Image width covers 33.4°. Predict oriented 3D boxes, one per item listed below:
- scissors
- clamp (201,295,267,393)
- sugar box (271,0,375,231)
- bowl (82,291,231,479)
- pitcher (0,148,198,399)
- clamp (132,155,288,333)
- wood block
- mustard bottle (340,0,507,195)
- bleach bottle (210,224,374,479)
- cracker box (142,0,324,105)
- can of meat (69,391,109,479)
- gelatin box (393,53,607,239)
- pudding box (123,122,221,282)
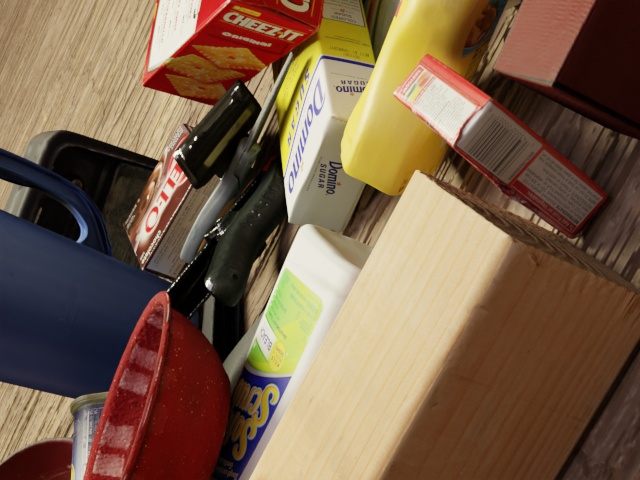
[{"bbox_3d":[-0.049,-0.064,0.776,0.202,0.016,0.096,-58,-3,30],"label":"scissors"},{"bbox_3d":[-0.070,0.096,0.738,0.165,0.036,0.210,14,79,63],"label":"clamp"},{"bbox_3d":[0.002,-0.101,0.724,0.176,0.048,0.093,-95,21,-45],"label":"sugar box"},{"bbox_3d":[-0.095,0.114,0.631,0.162,0.055,0.162,-160,90,-75],"label":"bowl"},{"bbox_3d":[-0.217,0.041,0.815,0.149,0.242,0.145,-53,31,25],"label":"pitcher"},{"bbox_3d":[-0.055,0.001,0.714,0.120,0.039,0.171,-19,33,53],"label":"clamp"},{"bbox_3d":[0.047,0.086,0.484,0.206,0.090,0.090,-62,29,11],"label":"wood block"},{"bbox_3d":[0.068,-0.121,0.557,0.096,0.058,0.192,-52,-12,-50],"label":"mustard bottle"},{"bbox_3d":[-0.025,0.122,0.617,0.251,0.068,0.103,-65,26,9],"label":"bleach bottle"},{"bbox_3d":[-0.057,-0.203,0.767,0.214,0.072,0.164,-15,64,64],"label":"cracker box"},{"bbox_3d":[-0.143,0.169,0.758,0.102,0.057,0.084,83,180,-53],"label":"can of meat"},{"bbox_3d":[0.085,-0.045,0.510,0.030,0.089,0.073,-51,30,10],"label":"gelatin box"},{"bbox_3d":[-0.122,-0.034,0.919,0.113,0.039,0.090,-60,29,14],"label":"pudding box"}]
